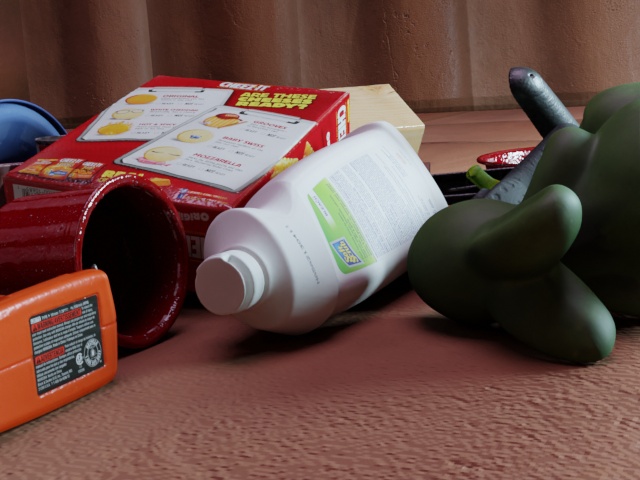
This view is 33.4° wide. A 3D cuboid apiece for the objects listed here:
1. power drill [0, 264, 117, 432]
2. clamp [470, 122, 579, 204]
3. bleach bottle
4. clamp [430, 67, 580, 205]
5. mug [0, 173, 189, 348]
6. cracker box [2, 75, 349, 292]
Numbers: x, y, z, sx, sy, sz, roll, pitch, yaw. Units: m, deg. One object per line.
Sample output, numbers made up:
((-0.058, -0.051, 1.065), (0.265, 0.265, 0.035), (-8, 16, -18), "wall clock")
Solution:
((-0.204, 0.049, 0.490), (0.188, 0.057, 0.184), (1, 12, 25), "power drill")
((0.106, -0.008, 0.694), (0.039, 0.120, 0.171), (40, 40, 13), "clamp")
((-0.002, -0.008, 0.629), (0.068, 0.102, 0.250), (-37, -6, 27), "bleach bottle")
((0.185, -0.046, 0.803), (0.209, 0.036, 0.165), (20, -32, -19), "clamp")
((-0.126, 0.012, 0.597), (0.082, 0.093, 0.117), (-4, 5, 30), "mug")
((-0.088, -0.046, 0.747), (0.164, 0.072, 0.213), (8, 28, 19), "cracker box")
